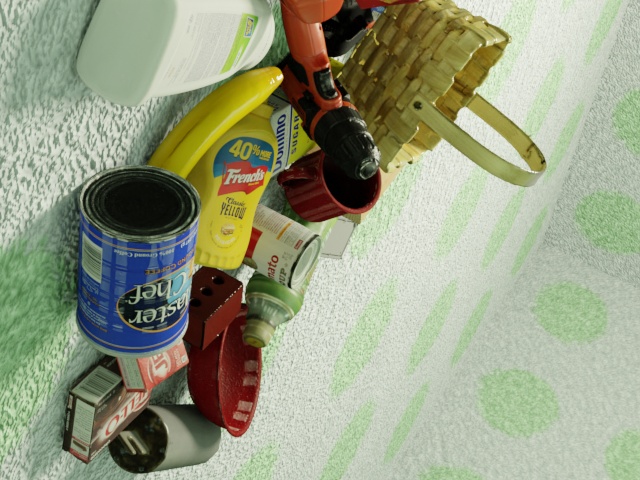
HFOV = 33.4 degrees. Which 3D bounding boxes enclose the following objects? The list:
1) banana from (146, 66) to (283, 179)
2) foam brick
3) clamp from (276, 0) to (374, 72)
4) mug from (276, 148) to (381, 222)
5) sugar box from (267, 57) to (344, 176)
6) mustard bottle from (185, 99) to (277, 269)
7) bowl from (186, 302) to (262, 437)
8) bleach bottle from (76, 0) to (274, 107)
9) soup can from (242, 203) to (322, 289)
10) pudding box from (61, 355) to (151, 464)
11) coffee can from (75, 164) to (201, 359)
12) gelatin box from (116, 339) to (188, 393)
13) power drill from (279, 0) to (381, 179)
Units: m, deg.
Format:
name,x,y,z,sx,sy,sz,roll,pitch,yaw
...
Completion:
name,x,y,z,sx,sy,sz,roll,pitch,yaw
banana,-0.112,-0.091,0.991,0.198,0.037,0.069,-51,159,7
foam brick,-0.129,0.074,1.198,0.078,0.053,0.051,-47,157,-42
clamp,0.008,-0.227,1.175,0.120,0.039,0.171,-57,163,20
mug,0.002,-0.068,1.247,0.117,0.082,0.093,3,77,-38
sugar box,-0.032,-0.134,1.182,0.176,0.048,0.093,-43,154,-50
mustard bottle,-0.091,-0.069,1.068,0.096,0.058,0.192,13,100,-47
bowl,-0.119,0.155,1.286,0.162,0.055,0.162,0,90,-76
bleach bottle,-0.102,-0.169,0.904,0.103,0.068,0.250,-62,167,17
soup can,-0.058,0.001,1.157,0.068,0.102,0.068,-55,163,-25
pudding box,-0.216,0.162,1.102,0.113,0.039,0.090,-42,153,-50
coffee can,-0.162,0.019,0.939,0.102,0.103,0.140,-44,155,-45
gelatin box,-0.174,0.099,1.074,0.073,0.030,0.089,-32,112,-55
power drill,-0.001,-0.168,1.012,0.057,0.185,0.187,-22,135,-13
